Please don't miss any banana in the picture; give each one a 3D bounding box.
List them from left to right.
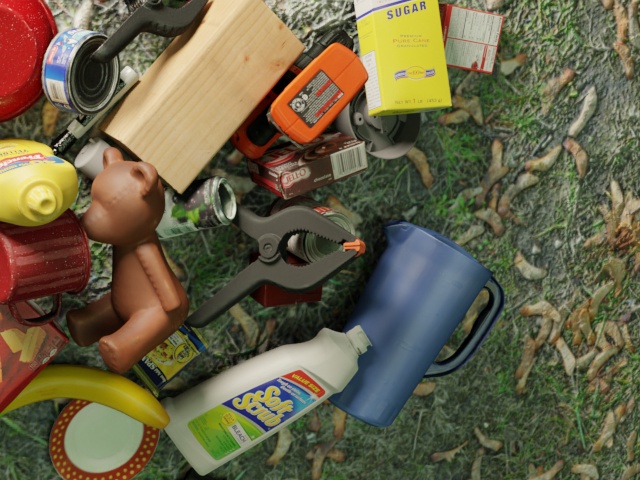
[{"bbox_3d":[-0.264,0.171,1.173,0.197,0.037,0.069,3,93,-12],"label":"banana"}]

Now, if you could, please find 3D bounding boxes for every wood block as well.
[{"bbox_3d":[-0.127,-0.162,1.131,0.206,0.091,0.090,-50,121,-6],"label":"wood block"}]

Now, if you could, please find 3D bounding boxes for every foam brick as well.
[{"bbox_3d":[-0.042,0.044,1.263,0.078,0.051,0.053,-4,108,-27],"label":"foam brick"}]

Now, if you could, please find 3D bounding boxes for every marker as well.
[{"bbox_3d":[-0.238,-0.134,1.121,0.121,0.020,0.020,-47,121,-8],"label":"marker"}]

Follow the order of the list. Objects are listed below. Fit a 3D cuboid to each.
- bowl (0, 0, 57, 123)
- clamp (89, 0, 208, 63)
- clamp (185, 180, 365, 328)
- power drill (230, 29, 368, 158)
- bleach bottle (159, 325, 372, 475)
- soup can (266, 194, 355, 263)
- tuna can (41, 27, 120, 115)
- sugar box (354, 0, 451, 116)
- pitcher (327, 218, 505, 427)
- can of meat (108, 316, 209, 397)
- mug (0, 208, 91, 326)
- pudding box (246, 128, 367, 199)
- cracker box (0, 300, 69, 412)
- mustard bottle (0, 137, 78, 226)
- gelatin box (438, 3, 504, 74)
[{"bbox_3d":[-0.327,-0.187,1.037,0.161,0.055,0.162,-9,109,-25],"label":"bowl"},{"bbox_3d":[-0.182,-0.232,1.080,0.171,0.039,0.120,-5,80,-39],"label":"clamp"},{"bbox_3d":[-0.058,0.001,1.165,0.210,0.036,0.164,-10,83,15],"label":"clamp"},{"bbox_3d":[-0.011,-0.162,1.139,0.057,0.188,0.184,42,83,-13],"label":"power drill"},{"bbox_3d":[-0.058,0.169,1.246,0.251,0.068,0.102,-31,114,1],"label":"bleach bottle"},{"bbox_3d":[-0.012,-0.013,1.232,0.068,0.102,0.068,-8,109,-26],"label":"soup can"},{"bbox_3d":[-0.240,-0.170,1.077,0.086,0.034,0.086,-42,140,-50],"label":"tuna can"},{"bbox_3d":[0.092,-0.234,1.222,0.093,0.048,0.176,-7,91,-26],"label":"sugar box"},{"bbox_3d":[0.107,0.108,1.317,0.243,0.149,0.144,-60,151,4],"label":"pitcher"},{"bbox_3d":[-0.186,0.111,1.204,0.084,0.058,0.102,-41,120,-14],"label":"can of meat"},{"bbox_3d":[-0.283,0.028,1.047,0.081,0.093,0.117,-13,110,-41],"label":"mug"},{"bbox_3d":[-0.015,-0.089,1.214,0.113,0.090,0.039,-19,115,-23],"label":"pudding box"},{"bbox_3d":[-0.387,0.088,1.079,0.164,0.072,0.213,-46,120,-9],"label":"cracker box"},{"bbox_3d":[-0.285,-0.054,1.020,0.096,0.192,0.058,-12,110,-25],"label":"mustard bottle"},{"bbox_3d":[0.176,-0.246,1.304,0.089,0.030,0.073,4,102,-29],"label":"gelatin box"}]
